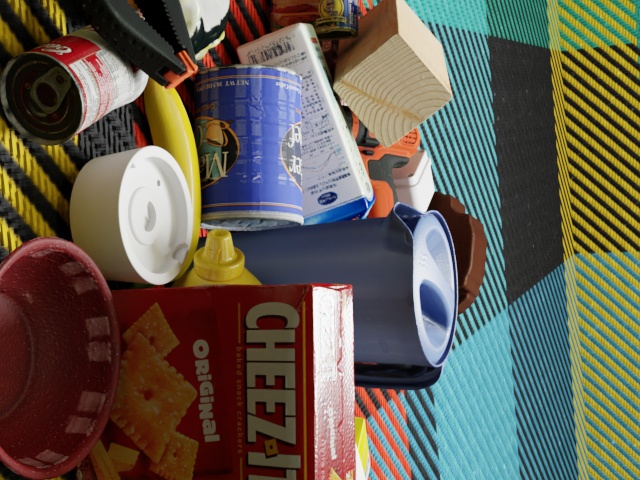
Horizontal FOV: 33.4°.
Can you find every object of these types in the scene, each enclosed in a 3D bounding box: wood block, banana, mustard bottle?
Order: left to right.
[{"bbox_3d":[-0.130,-0.048,0.929,0.069,0.037,0.198,17,72,-67],"label":"banana"},{"bbox_3d":[-0.085,0.078,0.891,0.058,0.096,0.192,-52,150,-56],"label":"mustard bottle"},{"bbox_3d":[0.077,-0.192,1.169,0.090,0.090,0.206,47,19,-17],"label":"wood block"}]

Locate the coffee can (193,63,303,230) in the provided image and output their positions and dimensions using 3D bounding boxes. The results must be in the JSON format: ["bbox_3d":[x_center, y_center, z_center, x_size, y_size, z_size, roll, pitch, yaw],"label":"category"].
[{"bbox_3d":[-0.068,-0.084,0.997,0.102,0.103,0.140,12,76,-66],"label":"coffee can"}]

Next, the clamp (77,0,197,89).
[{"bbox_3d":[-0.157,-0.212,0.796,0.210,0.036,0.164,53,34,-11],"label":"clamp"}]

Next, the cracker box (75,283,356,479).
[{"bbox_3d":[-0.084,0.115,0.794,0.072,0.214,0.164,5,83,-61],"label":"cracker box"}]

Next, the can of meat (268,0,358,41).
[{"bbox_3d":[-0.008,-0.262,1.161,0.057,0.102,0.084,-5,94,-67],"label":"can of meat"}]

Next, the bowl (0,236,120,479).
[{"bbox_3d":[-0.202,0.079,0.724,0.161,0.055,0.162,-3,90,-67],"label":"bowl"}]

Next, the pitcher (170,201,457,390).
[{"bbox_3d":[-0.004,0.055,0.952,0.144,0.243,0.149,24,65,-64],"label":"pitcher"}]

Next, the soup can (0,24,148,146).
[{"bbox_3d":[-0.178,-0.118,0.786,0.102,0.069,0.068,-50,132,-59],"label":"soup can"}]

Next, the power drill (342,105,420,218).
[{"bbox_3d":[0.037,-0.060,1.202,0.184,0.057,0.187,5,80,-34],"label":"power drill"}]
